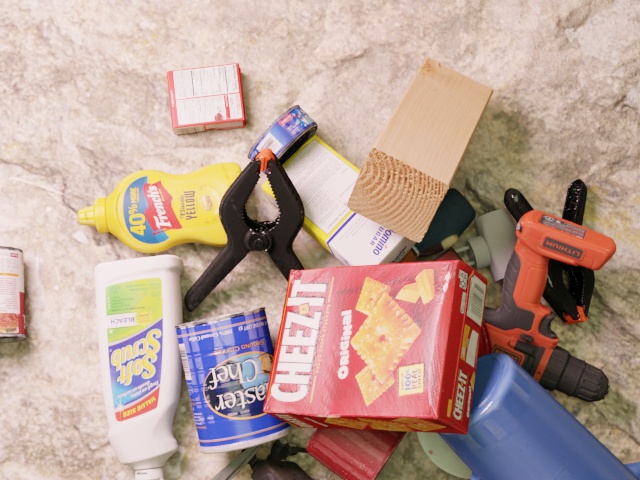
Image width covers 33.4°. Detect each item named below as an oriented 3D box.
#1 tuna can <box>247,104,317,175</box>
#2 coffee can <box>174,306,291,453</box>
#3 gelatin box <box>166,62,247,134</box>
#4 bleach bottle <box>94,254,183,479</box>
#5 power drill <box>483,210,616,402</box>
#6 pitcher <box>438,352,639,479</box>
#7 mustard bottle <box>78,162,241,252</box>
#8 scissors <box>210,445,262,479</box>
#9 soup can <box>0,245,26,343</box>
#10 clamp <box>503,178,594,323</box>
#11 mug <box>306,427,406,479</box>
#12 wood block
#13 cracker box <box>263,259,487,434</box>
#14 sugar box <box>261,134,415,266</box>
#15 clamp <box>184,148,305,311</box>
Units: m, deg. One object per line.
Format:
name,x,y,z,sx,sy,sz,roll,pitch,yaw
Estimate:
tuna can,-0.043,-0.115,1.236,0.034,0.086,0.086,45,81,5
coffee can,-0.095,0.151,1.165,0.102,0.103,0.140,-12,88,-4
gelatin box,-0.135,-0.169,1.274,0.089,0.030,0.073,-7,78,-3
bleach bottle,-0.193,0.147,1.195,0.102,0.068,0.251,-8,81,4
power drill,0.255,0.074,1.176,0.184,0.057,0.188,22,112,10
pitcher,0.222,0.240,1.109,0.242,0.145,0.149,46,41,-16
mustard bottle,-0.182,-0.035,1.232,0.191,0.058,0.096,-5,86,-2
scissors,-0.154,0.280,1.172,0.096,0.016,0.202,33,94,13
soup can,-0.369,0.062,1.205,0.068,0.068,0.102,-4,79,-2
clamp,0.267,0.011,1.227,0.120,0.039,0.171,0,77,-24
mug,0.044,0.214,1.180,0.081,0.093,0.117,34,49,10
wood block,0.113,-0.104,1.182,0.091,0.090,0.205,26,42,4
cracker box,0.054,0.109,1.093,0.214,0.072,0.164,-4,65,36
sugar box,0.026,-0.035,1.217,0.093,0.048,0.176,-45,66,-8
clamp,-0.058,0.001,1.194,0.164,0.036,0.210,11,115,-4
